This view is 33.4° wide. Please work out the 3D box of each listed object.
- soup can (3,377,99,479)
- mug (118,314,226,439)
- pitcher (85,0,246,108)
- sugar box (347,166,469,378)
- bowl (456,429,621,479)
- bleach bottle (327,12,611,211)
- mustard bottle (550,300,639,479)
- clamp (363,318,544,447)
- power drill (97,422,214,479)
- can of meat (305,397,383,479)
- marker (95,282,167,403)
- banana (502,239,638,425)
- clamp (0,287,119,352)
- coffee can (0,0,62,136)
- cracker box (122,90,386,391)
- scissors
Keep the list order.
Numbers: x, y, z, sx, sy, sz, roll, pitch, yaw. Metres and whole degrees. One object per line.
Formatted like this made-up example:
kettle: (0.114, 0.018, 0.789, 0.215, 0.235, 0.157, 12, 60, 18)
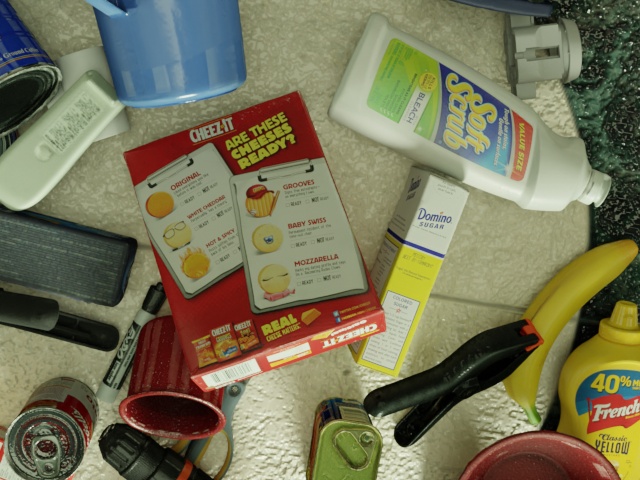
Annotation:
soup can: (-0.234, 0.165, 0.941, 0.068, 0.102, 0.068, -1, 98, -4)
mug: (-0.132, 0.124, 0.947, 0.093, 0.081, 0.117, 24, 141, -26)
pitcher: (-0.136, -0.229, 0.833, 0.149, 0.145, 0.243, -12, 105, -11)
sugar box: (0.076, 0.025, 0.948, 0.048, 0.093, 0.176, 22, 96, -8)
bowl: (0.188, 0.240, 0.950, 0.162, 0.055, 0.162, 0, 97, -1)
bleach bottle: (0.138, -0.101, 0.933, 0.251, 0.068, 0.102, 24, 86, -2)
mustard bottle: (0.267, 0.149, 0.987, 0.096, 0.058, 0.192, 5, 103, -6)
clamp: (0.116, 0.122, 0.951, 0.171, 0.120, 0.039, -39, 64, 9)
power drill: (-0.170, 0.278, 0.974, 0.184, 0.057, 0.188, 41, 100, -9)
can of meat: (0.018, 0.201, 0.973, 0.057, 0.084, 0.102, 9, 97, -5)
marker: (-0.172, 0.093, 0.977, 0.020, 0.020, 0.121, 27, 95, -7)
banana: (0.222, 0.075, 0.996, 0.069, 0.037, 0.198, 25, 99, -33)
clamp: (-0.287, 0.053, 0.908, 0.210, 0.164, 0.036, 14, 78, 3)
coffee can: (-0.294, -0.163, 0.874, 0.103, 0.103, 0.140, -37, 83, 2)
cracker box: (-0.056, 0.001, 0.903, 0.164, 0.072, 0.214, -20, 68, -2)
scissors: (-0.100, 0.137, 0.990, 0.096, 0.016, 0.202, 18, 96, -6)
